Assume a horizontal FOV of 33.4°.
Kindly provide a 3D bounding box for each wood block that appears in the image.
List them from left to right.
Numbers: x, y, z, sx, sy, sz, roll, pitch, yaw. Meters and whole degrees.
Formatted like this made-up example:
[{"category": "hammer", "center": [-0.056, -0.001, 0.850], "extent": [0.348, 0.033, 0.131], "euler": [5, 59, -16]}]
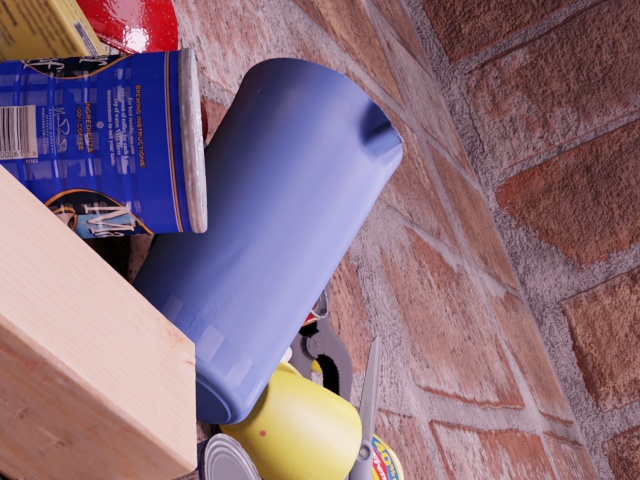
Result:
[{"category": "wood block", "center": [-0.158, 0.050, 0.551], "extent": [0.206, 0.090, 0.091], "euler": [51, 22, -42]}]

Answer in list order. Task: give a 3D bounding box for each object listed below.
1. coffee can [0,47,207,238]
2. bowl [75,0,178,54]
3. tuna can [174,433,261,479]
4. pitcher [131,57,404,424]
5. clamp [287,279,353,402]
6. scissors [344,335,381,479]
[{"category": "coffee can", "center": [-0.136, -0.051, 0.590], "extent": [0.103, 0.140, 0.103], "euler": [176, -90, -86]}, {"category": "bowl", "center": [-0.163, -0.178, 0.768], "extent": [0.162, 0.055, 0.162], "euler": [26, 7, -4]}, {"category": "tuna can", "center": [-0.070, 0.180, 0.736], "extent": [0.086, 0.034, 0.086], "euler": [55, 19, -30]}, {"category": "pitcher", "center": [-0.055, 0.001, 0.752], "extent": [0.242, 0.145, 0.149], "euler": [-61, 177, -28]}, {"category": "clamp", "center": [-0.009, 0.087, 0.981], "extent": [0.120, 0.039, 0.171], "euler": [-33, 105, -31]}, {"category": "scissors", "center": [0.014, 0.180, 0.855], "extent": [0.016, 0.096, 0.202], "euler": [129, -44, -72]}]
